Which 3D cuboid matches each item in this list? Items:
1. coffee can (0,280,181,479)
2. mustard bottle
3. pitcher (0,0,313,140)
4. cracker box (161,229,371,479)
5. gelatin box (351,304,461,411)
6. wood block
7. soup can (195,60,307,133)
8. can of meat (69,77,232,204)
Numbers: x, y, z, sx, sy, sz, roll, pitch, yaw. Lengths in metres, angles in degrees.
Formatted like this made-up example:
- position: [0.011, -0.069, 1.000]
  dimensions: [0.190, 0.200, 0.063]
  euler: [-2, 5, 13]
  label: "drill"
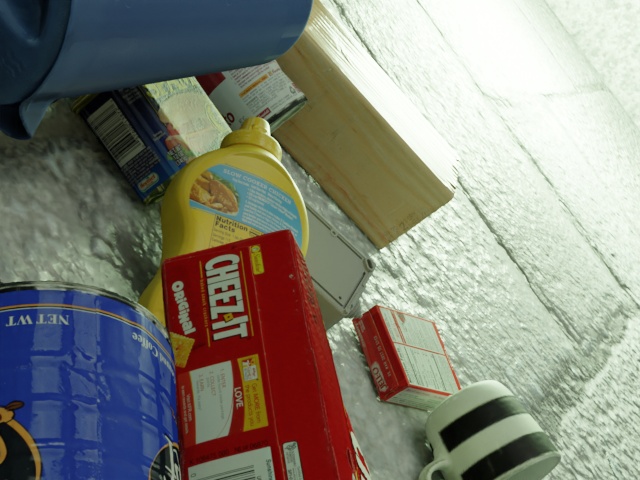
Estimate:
- position: [-0.099, 0.100, 0.379]
  dimensions: [0.102, 0.103, 0.140]
  euler: [31, 35, -39]
  label: "coffee can"
- position: [-0.055, 0.001, 0.660]
  dimensions: [0.096, 0.058, 0.191]
  euler: [24, 54, -22]
  label: "mustard bottle"
- position: [-0.110, -0.163, 0.632]
  dimensions: [0.145, 0.149, 0.242]
  euler: [50, 33, 14]
  label: "pitcher"
- position: [-0.010, 0.126, 0.512]
  dimensions: [0.213, 0.072, 0.164]
  euler: [73, 4, -49]
  label: "cracker box"
- position: [0.069, 0.095, 0.846]
  dimensions: [0.089, 0.030, 0.073]
  euler: [19, 42, -49]
  label: "gelatin box"
- position: [0.024, -0.106, 0.956]
  dimensions: [0.206, 0.090, 0.090]
  euler: [47, 27, -14]
  label: "wood block"
- position: [-0.066, -0.134, 0.865]
  dimensions: [0.102, 0.069, 0.068]
  euler: [53, 25, -1]
  label: "soup can"
- position: [-0.109, -0.078, 0.735]
  dimensions: [0.084, 0.058, 0.102]
  euler: [55, 26, -2]
  label: "can of meat"
